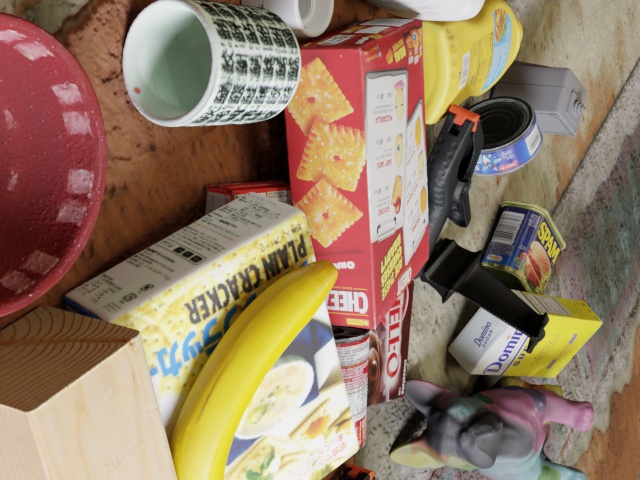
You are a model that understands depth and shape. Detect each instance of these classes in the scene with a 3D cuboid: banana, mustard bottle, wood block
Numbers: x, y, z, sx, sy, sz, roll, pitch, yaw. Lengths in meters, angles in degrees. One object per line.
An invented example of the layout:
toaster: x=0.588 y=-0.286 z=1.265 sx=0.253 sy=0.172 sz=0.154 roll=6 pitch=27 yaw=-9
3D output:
banana: x=-0.052 y=0.096 z=0.686 sx=0.069 sy=0.037 sz=0.198 roll=24 pitch=91 yaw=-56
mustard bottle: x=0.142 y=-0.182 z=1.012 sx=0.191 sy=0.058 sz=0.096 roll=-33 pitch=134 yaw=-47
wood block: x=-0.147 y=0.156 z=0.650 sx=0.090 sy=0.091 sz=0.206 roll=-37 pitch=127 yaw=-44

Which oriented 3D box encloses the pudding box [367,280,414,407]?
pudding box: x=0.045 y=0.090 z=0.958 sx=0.089 sy=0.039 sz=0.113 roll=-2 pitch=100 yaw=-56

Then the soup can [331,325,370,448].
soup can: x=0.006 y=0.119 z=0.884 sx=0.068 sy=0.069 sz=0.102 roll=-17 pitch=112 yaw=-53

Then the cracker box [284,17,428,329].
cracker box: x=0.032 y=-0.060 z=0.850 sx=0.164 sy=0.072 sz=0.214 roll=-42 pitch=132 yaw=-62

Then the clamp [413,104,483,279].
clamp: x=0.125 y=-0.053 z=1.011 sx=0.120 sy=0.039 sz=0.172 roll=-43 pitch=153 yaw=-53

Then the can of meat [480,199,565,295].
can of meat: x=0.223 y=0.017 z=1.184 sx=0.102 sy=0.058 sz=0.084 roll=48 pitch=61 yaw=-49

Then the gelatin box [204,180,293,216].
gelatin box: x=-0.055 y=0.001 z=0.799 sx=0.073 sy=0.030 sz=0.089 roll=-8 pitch=105 yaw=-53

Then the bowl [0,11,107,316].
bowl: x=-0.191 y=-0.041 z=0.568 sx=0.161 sy=0.055 sz=0.162 roll=-19 pitch=113 yaw=-52

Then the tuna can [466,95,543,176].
tuna can: x=0.174 y=-0.104 z=1.056 sx=0.086 sy=0.086 sz=0.033 roll=-57 pitch=138 yaw=-31

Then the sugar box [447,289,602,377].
sugar box: x=0.226 y=0.104 z=1.163 sx=0.175 sy=0.048 sz=0.093 roll=7 pitch=125 yaw=-48
